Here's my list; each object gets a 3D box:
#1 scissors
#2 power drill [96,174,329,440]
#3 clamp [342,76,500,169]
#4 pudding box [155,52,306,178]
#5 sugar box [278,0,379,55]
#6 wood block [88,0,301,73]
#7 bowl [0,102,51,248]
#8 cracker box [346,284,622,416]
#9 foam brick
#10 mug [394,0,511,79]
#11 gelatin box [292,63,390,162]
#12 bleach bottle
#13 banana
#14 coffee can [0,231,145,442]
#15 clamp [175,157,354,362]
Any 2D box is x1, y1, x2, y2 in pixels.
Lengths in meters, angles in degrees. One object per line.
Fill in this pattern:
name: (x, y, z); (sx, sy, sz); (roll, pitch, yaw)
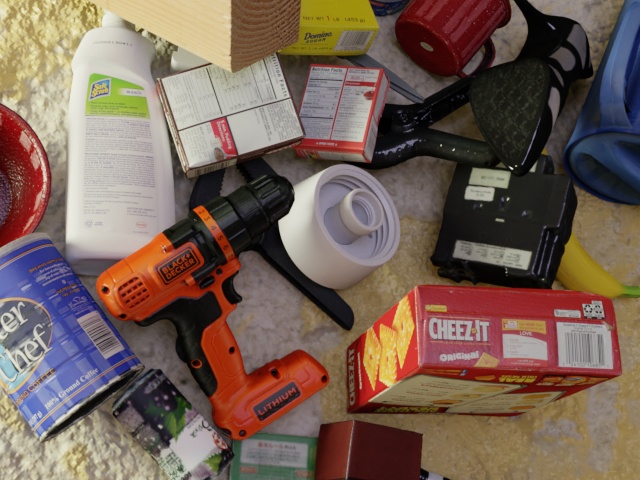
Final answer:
scissors: (0.001, -0.181, 1.029); (0.096, 0.016, 0.202); (-35, 72, -12)
power drill: (-0.069, 0.058, 0.902); (0.184, 0.057, 0.187); (-32, 105, -9)
clamp: (0.086, -0.111, 1.019); (0.171, 0.039, 0.120); (0, 41, 7)
pudding box: (-0.079, -0.115, 0.948); (0.113, 0.039, 0.090); (-18, 87, -10)
sugar box: (-0.015, -0.256, 1.019); (0.093, 0.048, 0.176); (-4, 60, -25)
wood block: (-0.122, -0.236, 0.938); (0.206, 0.091, 0.090); (30, 45, 29)
bowl: (-0.313, -0.043, 0.917); (0.162, 0.055, 0.162); (3, 74, -12)
cracker box: (0.125, 0.098, 0.891); (0.164, 0.214, 0.072); (3, 72, -12)
foam brick: (0.041, 0.187, 0.920); (0.078, 0.053, 0.051); (17, 69, -31)
mug: (0.133, -0.208, 1.056); (0.081, 0.093, 0.117); (-50, 126, -15)
gelatin box: (0.019, -0.118, 0.989); (0.073, 0.030, 0.089); (6, 69, 21)
bleach bottle: (-0.176, -0.095, 0.961); (0.102, 0.068, 0.251); (3, 71, -15)
banana: (0.235, -0.014, 1.045); (0.069, 0.037, 0.198); (-25, 82, -37)
coffee can: (-0.227, 0.079, 0.877); (0.102, 0.103, 0.140); (-36, 85, -19)
clamp: (-0.056, 0.001, 0.972); (0.164, 0.036, 0.210); (-3, 79, -15)
